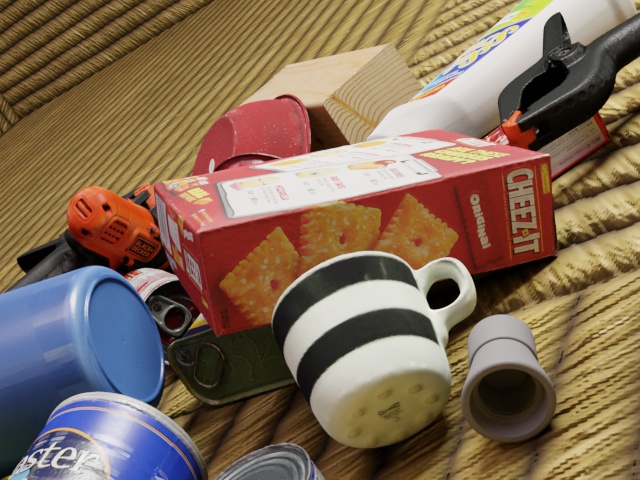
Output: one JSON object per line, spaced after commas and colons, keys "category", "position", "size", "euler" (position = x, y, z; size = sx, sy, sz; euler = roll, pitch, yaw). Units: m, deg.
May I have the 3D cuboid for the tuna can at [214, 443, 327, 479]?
{"category": "tuna can", "position": [-0.032, 0.147, 0.550], "size": [0.086, 0.033, 0.086], "euler": [-31, 20, 12]}

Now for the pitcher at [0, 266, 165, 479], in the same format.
{"category": "pitcher", "position": [-0.231, 0.099, 0.742], "size": [0.243, 0.144, 0.149], "euler": [-21, 65, 18]}

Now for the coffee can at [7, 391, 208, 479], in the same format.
{"category": "coffee can", "position": [-0.133, 0.165, 0.572], "size": [0.103, 0.102, 0.140], "euler": [-24, 22, 31]}

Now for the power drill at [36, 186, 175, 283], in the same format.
{"category": "power drill", "position": [-0.201, 0.048, 0.941], "size": [0.187, 0.184, 0.057], "euler": [-49, 60, 3]}

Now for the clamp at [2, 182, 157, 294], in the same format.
{"category": "clamp", "position": [-0.246, 0.006, 1.067], "size": [0.210, 0.036, 0.164], "euler": [-34, 19, 7]}

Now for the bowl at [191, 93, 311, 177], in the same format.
{"category": "bowl", "position": [-0.071, -0.058, 0.938], "size": [0.162, 0.055, 0.162], "euler": [-38, 44, 50]}

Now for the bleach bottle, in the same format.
{"category": "bleach bottle", "position": [0.128, -0.120, 0.846], "size": [0.250, 0.068, 0.103], "euler": [-39, 16, -13]}

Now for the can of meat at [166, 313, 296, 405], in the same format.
{"category": "can of meat", "position": [-0.044, 0.060, 0.741], "size": [0.102, 0.057, 0.083], "euler": [-22, 21, 34]}

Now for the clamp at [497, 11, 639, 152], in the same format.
{"category": "clamp", "position": [0.168, -0.117, 0.735], "size": [0.171, 0.039, 0.120], "euler": [-40, 20, -24]}

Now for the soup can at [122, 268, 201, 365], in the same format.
{"category": "soup can", "position": [-0.129, 0.060, 0.867], "size": [0.068, 0.068, 0.102], "euler": [-42, 20, -17]}

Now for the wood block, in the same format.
{"category": "wood block", "position": [0.009, -0.115, 1.009], "size": [0.090, 0.090, 0.206], "euler": [-43, 21, -18]}

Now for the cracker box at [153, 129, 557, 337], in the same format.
{"category": "cracker box", "position": [0.015, -0.012, 0.673], "size": [0.213, 0.072, 0.164], "euler": [-12, 15, -15]}
